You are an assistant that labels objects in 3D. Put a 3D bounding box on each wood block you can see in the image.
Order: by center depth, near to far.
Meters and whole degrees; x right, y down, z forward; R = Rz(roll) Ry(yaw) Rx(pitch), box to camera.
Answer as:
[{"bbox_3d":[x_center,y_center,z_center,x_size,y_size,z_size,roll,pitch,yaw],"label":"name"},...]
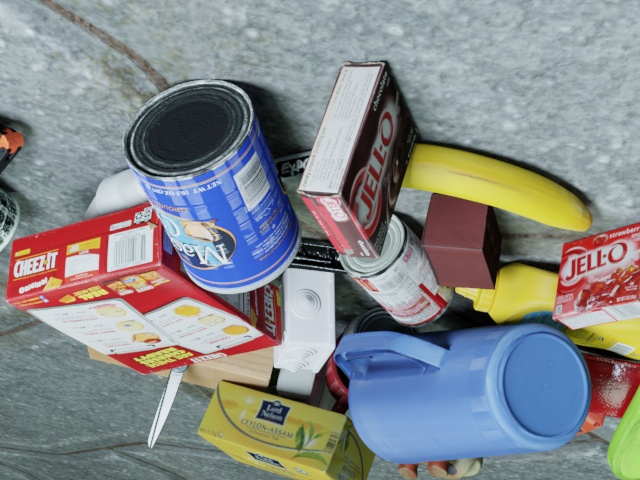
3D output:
[{"bbox_3d":[-0.150,0.105,1.204,0.206,0.090,0.091,14,155,-2],"label":"wood block"}]

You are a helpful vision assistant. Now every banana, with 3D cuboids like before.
[{"bbox_3d":[0.121,-0.045,0.835,0.198,0.037,0.069,13,172,4],"label":"banana"}]

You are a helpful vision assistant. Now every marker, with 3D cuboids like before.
[{"bbox_3d":[-0.017,-0.063,0.879,0.121,0.020,0.020,-8,147,38],"label":"marker"}]

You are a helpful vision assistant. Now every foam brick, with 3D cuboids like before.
[{"bbox_3d":[0.121,0.001,0.904,0.051,0.053,0.078,3,154,20],"label":"foam brick"}]

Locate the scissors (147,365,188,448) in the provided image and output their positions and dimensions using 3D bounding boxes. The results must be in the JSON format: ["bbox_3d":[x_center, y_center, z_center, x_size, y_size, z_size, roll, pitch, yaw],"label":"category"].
[{"bbox_3d":[-0.161,0.113,1.139,0.096,0.202,0.016,35,-179,6],"label":"scissors"}]

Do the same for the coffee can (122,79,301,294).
[{"bbox_3d":[-0.081,-0.040,0.835,0.103,0.102,0.140,3,142,20],"label":"coffee can"}]

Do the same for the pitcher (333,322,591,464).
[{"bbox_3d":[0.126,0.136,0.987,0.149,0.145,0.243,-13,175,-27],"label":"pitcher"}]

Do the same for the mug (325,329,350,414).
[{"bbox_3d":[0.045,0.153,1.184,0.093,0.117,0.081,33,159,3],"label":"mug"}]

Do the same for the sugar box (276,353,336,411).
[{"bbox_3d":[-0.012,0.168,1.261,0.048,0.093,0.176,7,153,13],"label":"sugar box"}]

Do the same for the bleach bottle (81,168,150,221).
[{"bbox_3d":[-0.180,-0.004,1.032,0.102,0.068,0.251,18,152,-16],"label":"bleach bottle"}]

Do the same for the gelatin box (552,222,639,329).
[{"bbox_3d":[0.237,0.030,0.882,0.030,0.073,0.089,30,150,-30],"label":"gelatin box"}]

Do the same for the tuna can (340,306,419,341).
[{"bbox_3d":[0.064,0.115,1.124,0.086,0.086,0.034,24,154,-21],"label":"tuna can"}]

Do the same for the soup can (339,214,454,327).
[{"bbox_3d":[0.069,0.027,0.963,0.069,0.068,0.102,-5,149,33],"label":"soup can"}]

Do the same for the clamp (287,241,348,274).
[{"bbox_3d":[-0.057,0.001,1.007,0.172,0.039,0.120,-7,141,37],"label":"clamp"}]

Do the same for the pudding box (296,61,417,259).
[{"bbox_3d":[0.029,-0.056,0.761,0.039,0.113,0.090,5,153,24],"label":"pudding box"}]

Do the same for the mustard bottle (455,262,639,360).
[{"bbox_3d":[0.217,0.060,0.969,0.191,0.058,0.096,13,164,1],"label":"mustard bottle"}]

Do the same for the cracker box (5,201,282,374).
[{"bbox_3d":[-0.157,0.049,0.992,0.164,0.072,0.213,-14,151,23],"label":"cracker box"}]
